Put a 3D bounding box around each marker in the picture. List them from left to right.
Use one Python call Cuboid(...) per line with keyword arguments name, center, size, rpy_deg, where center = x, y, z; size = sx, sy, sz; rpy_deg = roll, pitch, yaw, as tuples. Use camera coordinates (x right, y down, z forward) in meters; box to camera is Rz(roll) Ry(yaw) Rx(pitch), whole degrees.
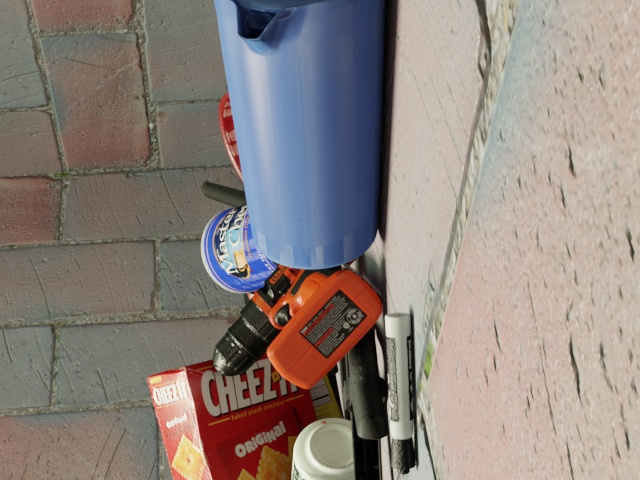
Cuboid(name="marker", center=(0.059, 0.114, 0.791), size=(0.020, 0.020, 0.121), rpy_deg=(-131, 38, -81))

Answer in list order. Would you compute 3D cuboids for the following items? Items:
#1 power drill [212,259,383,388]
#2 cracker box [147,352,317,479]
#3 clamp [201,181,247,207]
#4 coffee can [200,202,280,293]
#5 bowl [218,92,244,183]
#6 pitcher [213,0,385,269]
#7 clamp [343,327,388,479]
Cuboid(name="power drill", center=(-0.024, 0.071, 0.973), size=(0.184, 0.057, 0.188), rpy_deg=(-48, 16, 0))
Cuboid(name="cracker box", center=(-0.071, 0.221, 1.092), size=(0.072, 0.163, 0.214), rpy_deg=(-19, 83, 41))
Cuboid(name="clamp", center=(-0.077, -0.050, 1.506), size=(0.036, 0.164, 0.210), rpy_deg=(60, -173, -49))
Cuboid(name="coffee can", center=(-0.058, 0.001, 1.205), size=(0.141, 0.102, 0.103), rpy_deg=(-15, 77, 55))
Cuboid(name="bowl", center=(-0.066, -0.124, 1.373), size=(0.162, 0.055, 0.162), rpy_deg=(44, 150, 34))
Cuboid(name="pitcher", center=(-0.005, -0.108, 0.861), size=(0.145, 0.149, 0.243), rpy_deg=(-127, 28, -52))
Cuboid(name="clamp", center=(0.038, 0.145, 0.927), size=(0.171, 0.039, 0.120), rpy_deg=(-91, 6, -54))
